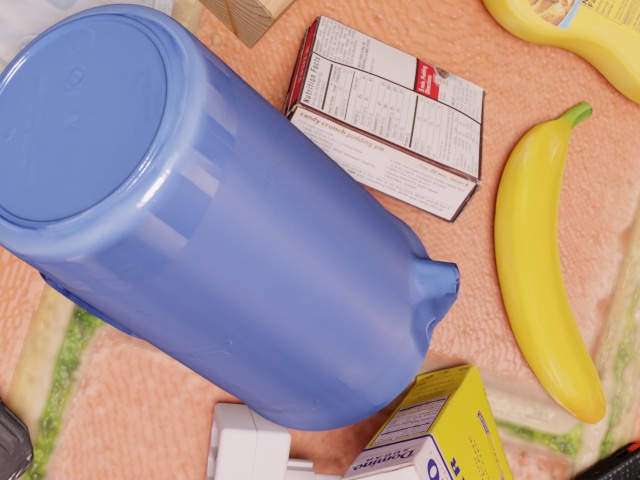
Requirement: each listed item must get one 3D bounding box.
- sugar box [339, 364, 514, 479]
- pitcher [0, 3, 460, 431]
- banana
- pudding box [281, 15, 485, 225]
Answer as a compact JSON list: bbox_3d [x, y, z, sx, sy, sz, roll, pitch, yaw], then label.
[{"bbox_3d":[0.064,0.133,0.558,0.048,0.176,0.093,-18,94,17],"label":"sugar box"},{"bbox_3d":[-0.053,0.001,0.497,0.149,0.242,0.145,-48,57,0],"label":"pitcher"},{"bbox_3d":[0.138,0.014,0.641,0.069,0.037,0.198,-1,90,-10],"label":"banana"},{"bbox_3d":[0.036,-0.069,0.597,0.113,0.039,0.090,21,44,-9],"label":"pudding box"}]
